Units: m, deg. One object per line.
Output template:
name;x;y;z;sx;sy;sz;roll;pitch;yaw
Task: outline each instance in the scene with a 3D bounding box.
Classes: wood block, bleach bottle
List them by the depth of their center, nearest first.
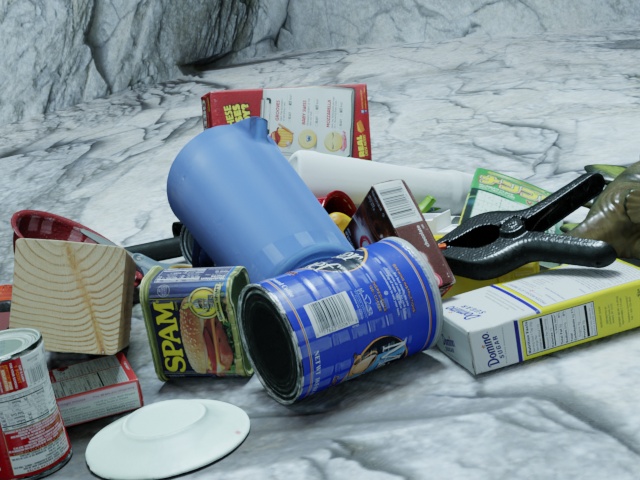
wood block;-0.217;0.052;0.960;0.090;0.091;0.206;5;-5;-7
bleach bottle;0.089;-0.061;1.266;0.250;0.068;0.103;5;-3;-10

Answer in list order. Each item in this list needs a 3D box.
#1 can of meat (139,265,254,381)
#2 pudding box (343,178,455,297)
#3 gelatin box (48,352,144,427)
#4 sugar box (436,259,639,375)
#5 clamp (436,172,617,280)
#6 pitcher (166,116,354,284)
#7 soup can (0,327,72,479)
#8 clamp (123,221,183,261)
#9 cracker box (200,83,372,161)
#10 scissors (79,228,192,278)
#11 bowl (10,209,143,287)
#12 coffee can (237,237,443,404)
can of meat;-0.104;0.073;0.940;0.084;0.102;0.057;-3;21;15
pudding box;0.069;0.014;0.968;0.039;0.113;0.090;-13;-23;-25
gelatin box;-0.205;0.131;0.924;0.089;0.030;0.073;-14;17;-18
sugar box;0.189;0.061;0.908;0.176;0.048;0.093;-17;15;-11
clamp;0.182;0.002;0.951;0.171;0.039;0.120;-22;28;13
pitcher;-0.057;0.001;1.055;0.145;0.149;0.243;-29;40;-9
soup can;-0.237;0.127;0.825;0.068;0.102;0.068;-9;16;2
clamp;-0.133;-0.005;1.352;0.210;0.036;0.164;-6;13;13
cracker box;-0.042;-0.118;1.399;0.213;0.164;0.072;-6;3;-17
scissors;-0.204;0.036;1.177;0.202;0.016;0.096;16;34;17
bowl;-0.284;0.030;1.204;0.162;0.055;0.162;29;13;-8
coffee can;0.016;0.065;0.889;0.140;0.103;0.103;-18;18;-27
